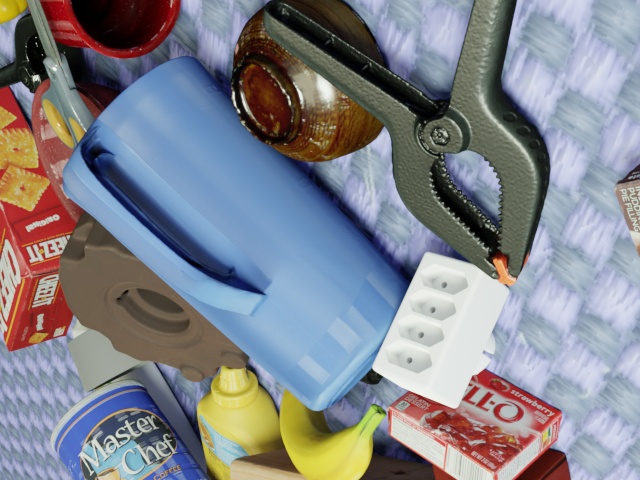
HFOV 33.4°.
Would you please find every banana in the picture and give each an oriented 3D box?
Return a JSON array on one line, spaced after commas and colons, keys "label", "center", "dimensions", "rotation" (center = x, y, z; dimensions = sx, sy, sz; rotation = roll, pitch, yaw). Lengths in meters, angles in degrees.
[{"label": "banana", "center": [0.002, 0.143, 0.797], "dimensions": [0.037, 0.069, 0.198], "rotation": [35, 171, -16]}]

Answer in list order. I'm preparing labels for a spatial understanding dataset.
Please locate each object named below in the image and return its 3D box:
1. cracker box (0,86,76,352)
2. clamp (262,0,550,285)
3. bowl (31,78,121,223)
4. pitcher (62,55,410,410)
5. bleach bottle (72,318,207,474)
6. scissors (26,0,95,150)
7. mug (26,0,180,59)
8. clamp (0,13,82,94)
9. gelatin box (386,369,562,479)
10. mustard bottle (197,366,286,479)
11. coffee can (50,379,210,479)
[{"label": "cracker box", "center": [-0.309, -0.021, 1.053], "dimensions": [0.214, 0.072, 0.164], "rotation": [61, 147, 19]}, {"label": "clamp", "center": [0.078, -0.072, 0.595], "dimensions": [0.165, 0.036, 0.210], "rotation": [-21, 107, 38]}, {"label": "bowl", "center": [-0.175, -0.070, 0.900], "dimensions": [0.162, 0.055, 0.162], "rotation": [31, 137, 33]}, {"label": "pitcher", "center": [-0.055, 0.001, 0.727], "dimensions": [0.243, 0.149, 0.145], "rotation": [43, 158, 9]}, {"label": "bleach bottle", "center": [-0.186, 0.166, 1.093], "dimensions": [0.103, 0.067, 0.251], "rotation": [-14, 102, 50]}, {"label": "scissors", "center": [-0.202, -0.127, 0.795], "dimensions": [0.096, 0.016, 0.201], "rotation": [29, 148, 45]}, {"label": "mug", "center": [-0.169, -0.183, 0.763], "dimensions": [0.082, 0.117, 0.093], "rotation": [16, 88, 50]}, {"label": "clamp", "center": [-0.254, -0.151, 0.950], "dimensions": [0.120, 0.039, 0.172], "rotation": [41, 137, 15]}, {"label": "gelatin box", "center": [0.099, 0.119, 0.698], "dimensions": [0.089, 0.073, 0.030], "rotation": [29, 135, 36]}, {"label": "mustard bottle", "center": [-0.070, 0.185, 0.968], "dimensions": [0.096, 0.058, 0.192], "rotation": [30, 137, 40]}, {"label": "coffee can", "center": [-0.169, 0.213, 0.981], "dimensions": [0.140, 0.102, 0.103], "rotation": [49, 145, 25]}]
